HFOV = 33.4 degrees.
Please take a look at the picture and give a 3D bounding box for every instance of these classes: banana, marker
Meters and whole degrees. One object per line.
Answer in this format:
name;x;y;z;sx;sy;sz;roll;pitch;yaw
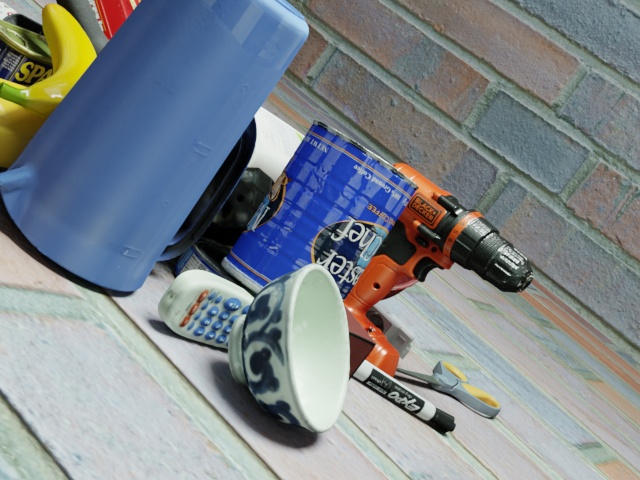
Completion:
banana;-0.210;-0.142;0.868;0.069;0.037;0.198;45;17;-23
marker;0.079;0.147;1.005;0.121;0.020;0.020;34;11;-15

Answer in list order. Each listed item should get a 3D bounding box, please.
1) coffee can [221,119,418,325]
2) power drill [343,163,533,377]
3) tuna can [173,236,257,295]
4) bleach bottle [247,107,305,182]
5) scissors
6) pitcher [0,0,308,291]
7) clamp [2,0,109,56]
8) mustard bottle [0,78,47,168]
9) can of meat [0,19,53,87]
coffee can;0.000;-0.012;0.867;0.103;0.140;0.103;33;2;-1
power drill;0.090;0.043;1.036;0.185;0.188;0.057;41;9;29
tuna can;-0.084;0.035;0.924;0.086;0.034;0.086;35;10;-8
bleach bottle;-0.039;-0.087;1.222;0.250;0.068;0.102;23;41;-58
scissors;0.124;0.146;1.170;0.201;0.016;0.096;29;11;-37
pitcher;-0.113;-0.089;0.789;0.145;0.243;0.149;38;11;-5
clamp;-0.218;-0.165;1.008;0.210;0.036;0.165;54;-30;-13
mustard bottle;-0.218;-0.086;0.889;0.191;0.058;0.096;14;25;-48
can of meat;-0.272;-0.140;0.939;0.057;0.084;0.102;40;11;17
